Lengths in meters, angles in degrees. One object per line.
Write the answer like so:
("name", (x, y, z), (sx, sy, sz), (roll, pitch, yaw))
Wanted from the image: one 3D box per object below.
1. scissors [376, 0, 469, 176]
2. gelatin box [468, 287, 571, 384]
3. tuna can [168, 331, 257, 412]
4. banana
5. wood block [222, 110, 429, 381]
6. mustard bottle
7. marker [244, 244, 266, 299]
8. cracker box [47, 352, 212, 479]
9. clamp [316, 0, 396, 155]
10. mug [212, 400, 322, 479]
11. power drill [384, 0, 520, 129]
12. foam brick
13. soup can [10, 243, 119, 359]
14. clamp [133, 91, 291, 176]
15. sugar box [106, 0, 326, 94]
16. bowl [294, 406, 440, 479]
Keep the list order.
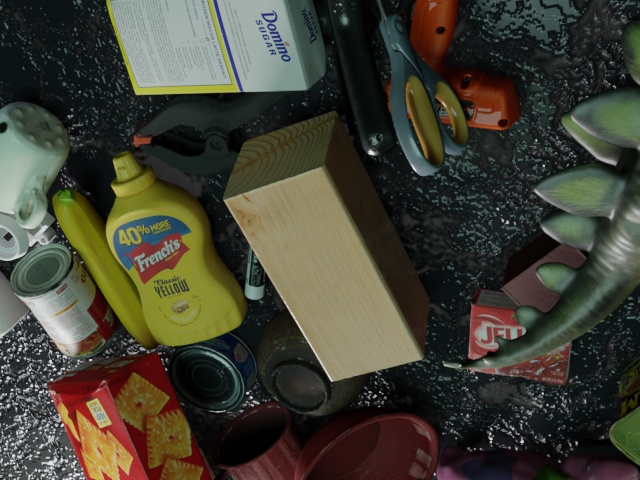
("scissors", (0.065, -0.143, 0.776), (0.016, 0.096, 0.202), (-19, 77, 35))
("gelatin box", (0.177, 0.085, 0.944), (0.089, 0.030, 0.073), (8, 122, 16))
("tuna can", (-0.109, 0.131, 1.076), (0.086, 0.033, 0.086), (10, 123, 15))
("banana", (-0.211, 0.021, 1.029), (0.037, 0.070, 0.197), (-25, 122, 2))
("wood block", (0.011, 0.009, 0.900), (0.091, 0.090, 0.206), (-17, 122, 21))
("mustard bottle", (-0.145, 0.004, 0.997), (0.096, 0.058, 0.191), (-14, 114, 19))
("marker", (-0.056, 0.001, 0.986), (0.020, 0.020, 0.121), (15, 124, 11))
("cracker box", (-0.183, 0.224, 1.070), (0.164, 0.072, 0.214), (-13, 100, 55))
("clamp", (0.018, -0.166, 0.812), (0.036, 0.164, 0.210), (-14, 94, -1))
("mug", (-0.058, 0.230, 1.074), (0.093, 0.117, 0.081), (15, 141, 59))
("power drill", (0.117, -0.179, 0.789), (0.185, 0.057, 0.188), (10, 120, 19))
("foam brick", (0.197, 0.024, 0.885), (0.051, 0.053, 0.078), (44, 125, -9))
("soup can", (-0.250, 0.060, 1.046), (0.069, 0.068, 0.102), (-3, 138, 22))
("clamp", (-0.080, -0.100, 0.921), (0.171, 0.039, 0.120), (8, 120, 10))
("sugar box", (-0.085, -0.168, 0.860), (0.176, 0.048, 0.093), (3, 122, 30))
("bowl", (0.034, 0.216, 1.032), (0.055, 0.161, 0.162), (48, 147, 47))
